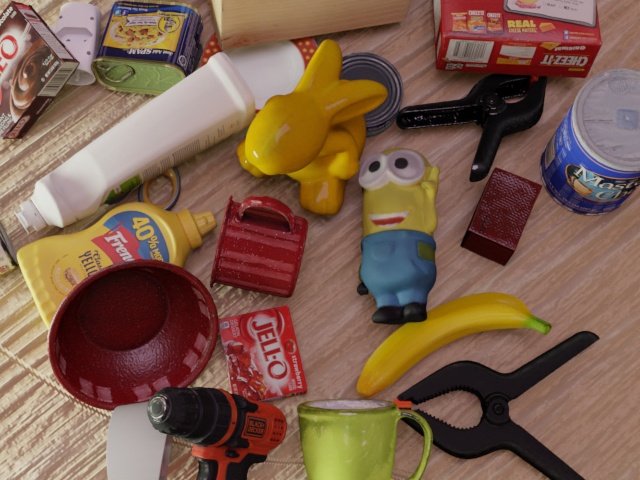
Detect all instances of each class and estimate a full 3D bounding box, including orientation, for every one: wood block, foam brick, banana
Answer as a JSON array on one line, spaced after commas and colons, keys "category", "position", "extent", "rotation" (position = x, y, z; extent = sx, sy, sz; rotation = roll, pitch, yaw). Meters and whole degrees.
[{"category": "wood block", "position": [-0.013, -0.276, 1.116], "extent": [0.206, 0.091, 0.090], "rotation": [-11, 63, -11]}, {"category": "foam brick", "position": [0.183, -0.025, 1.083], "extent": [0.053, 0.051, 0.078], "rotation": [24, 74, 6]}, {"category": "banana", "position": [0.121, 0.093, 1.043], "extent": [0.198, 0.037, 0.070], "rotation": [-21, 33, -1]}]

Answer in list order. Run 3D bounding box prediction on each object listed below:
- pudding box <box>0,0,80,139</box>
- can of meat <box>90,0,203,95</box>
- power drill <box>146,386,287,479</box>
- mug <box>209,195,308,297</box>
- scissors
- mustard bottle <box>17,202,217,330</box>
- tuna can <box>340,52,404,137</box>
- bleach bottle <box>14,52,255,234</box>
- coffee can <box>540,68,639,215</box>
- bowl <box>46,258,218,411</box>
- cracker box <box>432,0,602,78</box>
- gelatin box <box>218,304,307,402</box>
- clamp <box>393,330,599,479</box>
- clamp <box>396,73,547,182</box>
[{"category": "pudding box", "position": [-0.313, -0.173, 1.096], "extent": [0.114, 0.039, 0.090], "rotation": [-45, 78, 18]}, {"category": "can of meat", "position": [-0.179, -0.203, 1.116], "extent": [0.102, 0.057, 0.084], "rotation": [7, 66, 9]}, {"category": "power drill", "position": [-0.104, 0.224, 0.942], "extent": [0.057, 0.184, 0.187], "rotation": [9, 81, 33]}, {"category": "mug", "position": [-0.057, 0.001, 1.039], "extent": [0.081, 0.117, 0.093], "rotation": [12, 44, -3]}, {"category": "scissors", "position": [-0.154, -0.108, 1.117], "extent": [0.096, 0.016, 0.201], "rotation": [37, 76, 8]}, {"category": "mustard bottle", "position": [-0.193, 0.016, 1.056], "extent": [0.191, 0.058, 0.096], "rotation": [-24, 86, -9]}, {"category": "tuna can", "position": [0.044, -0.153, 1.127], "extent": [0.086, 0.034, 0.086], "rotation": [0, 73, -2]}, {"category": "bleach bottle", "position": [-0.185, -0.085, 1.046], "extent": [0.250, 0.102, 0.068], "rotation": [-33, 83, -10]}, {"category": "coffee can", "position": [0.284, -0.094, 1.060], "extent": [0.103, 0.140, 0.103], "rotation": [0, 73, -2]}, {"category": "bowl", "position": [-0.181, 0.080, 1.014], "extent": [0.162, 0.055, 0.162], "rotation": [-9, 117, -18]}, {"category": "cracker box", "position": [0.202, -0.279, 1.137], "extent": [0.164, 0.072, 0.213], "rotation": [2, 63, -2]}, {"category": "gelatin box", "position": [-0.057, 0.113, 1.045], "extent": [0.073, 0.030, 0.089], "rotation": [-11, 74, -5]}, {"category": "clamp", "position": [0.175, 0.174, 1.030], "extent": [0.210, 0.036, 0.164], "rotation": [-4, 73, -1]}, {"category": "clamp", "position": [0.165, -0.135, 1.111], "extent": [0.120, 0.039, 0.171], "rotation": [37, 56, 21]}]
